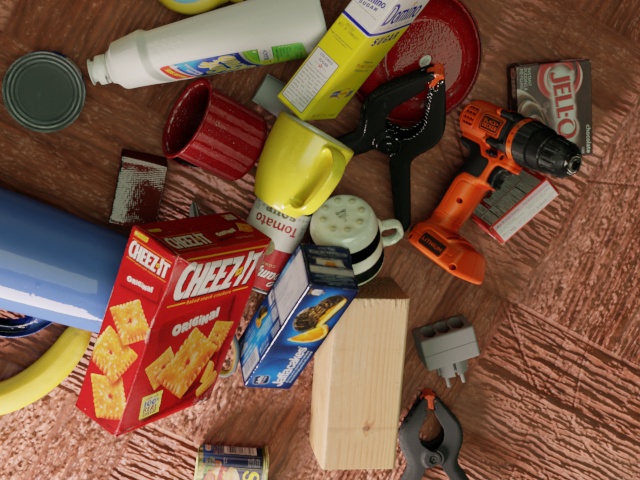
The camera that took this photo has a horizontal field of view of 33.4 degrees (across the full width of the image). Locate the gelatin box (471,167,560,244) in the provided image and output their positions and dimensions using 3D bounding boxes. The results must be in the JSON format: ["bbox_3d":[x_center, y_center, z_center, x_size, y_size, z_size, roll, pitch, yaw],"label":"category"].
[{"bbox_3d":[0.222,-0.042,1.226,0.089,0.073,0.030,-43,110,3],"label":"gelatin box"}]

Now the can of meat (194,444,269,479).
[{"bbox_3d":[-0.109,0.295,1.272,0.084,0.057,0.102,6,103,-7],"label":"can of meat"}]

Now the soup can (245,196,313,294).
[{"bbox_3d":[-0.058,0.001,1.198,0.068,0.068,0.102,22,99,-14],"label":"soup can"}]

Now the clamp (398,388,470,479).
[{"bbox_3d":[0.147,0.268,1.313,0.120,0.039,0.171,2,104,-11],"label":"clamp"}]

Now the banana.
[{"bbox_3d":[-0.338,0.153,1.209,0.197,0.037,0.069,-23,107,-2],"label":"banana"}]

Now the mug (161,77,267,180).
[{"bbox_3d":[-0.119,-0.110,1.151,0.081,0.093,0.117,25,138,-31],"label":"mug"}]

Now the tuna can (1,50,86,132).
[{"bbox_3d":[-0.293,-0.160,1.137,0.086,0.034,0.086,-2,105,-8],"label":"tuna can"}]

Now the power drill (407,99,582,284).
[{"bbox_3d":[0.186,-0.051,1.164,0.057,0.185,0.188,23,99,-34],"label":"power drill"}]

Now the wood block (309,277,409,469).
[{"bbox_3d":[0.043,0.153,1.241,0.090,0.090,0.206,2,104,-10],"label":"wood block"}]

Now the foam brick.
[{"bbox_3d":[-0.199,-0.056,1.169,0.051,0.053,0.078,10,103,-11],"label":"foam brick"}]

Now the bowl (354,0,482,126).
[{"bbox_3d":[0.108,-0.203,1.178,0.162,0.055,0.162,-2,105,-8],"label":"bowl"}]

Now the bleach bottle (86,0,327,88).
[{"bbox_3d":[-0.119,-0.206,1.129,0.251,0.102,0.068,-14,84,1],"label":"bleach bottle"}]

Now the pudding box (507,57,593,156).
[{"bbox_3d":[0.263,-0.149,1.224,0.090,0.039,0.113,-7,105,-8],"label":"pudding box"}]

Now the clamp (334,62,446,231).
[{"bbox_3d":[0.081,-0.104,1.177,0.164,0.036,0.210,32,122,-19],"label":"clamp"}]

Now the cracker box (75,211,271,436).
[{"bbox_3d":[-0.151,0.084,1.118,0.072,0.163,0.214,32,111,24],"label":"cracker box"}]

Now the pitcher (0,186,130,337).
[{"bbox_3d":[-0.310,0.029,1.141,0.242,0.149,0.145,20,68,-16],"label":"pitcher"}]

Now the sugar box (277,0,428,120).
[{"bbox_3d":[0.038,-0.203,1.105,0.048,0.093,0.176,47,113,10],"label":"sugar box"}]
